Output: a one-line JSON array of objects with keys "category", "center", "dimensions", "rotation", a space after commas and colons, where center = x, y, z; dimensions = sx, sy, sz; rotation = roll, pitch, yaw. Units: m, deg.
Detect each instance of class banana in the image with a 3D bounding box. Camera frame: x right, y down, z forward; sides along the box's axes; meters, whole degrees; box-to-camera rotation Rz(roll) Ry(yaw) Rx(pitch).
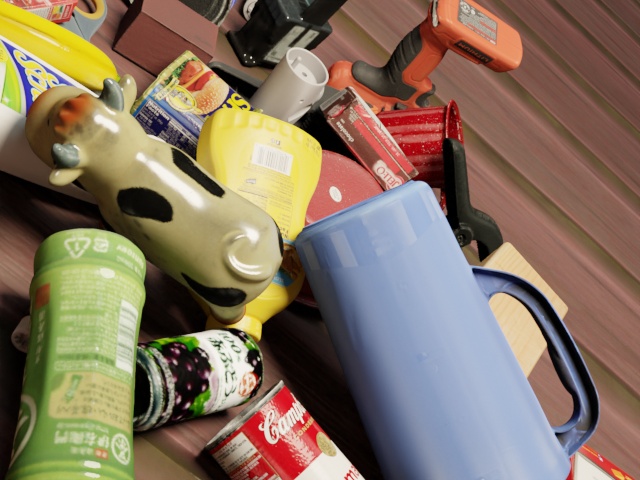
[{"category": "banana", "center": [-0.230, -0.151, 0.794], "dimensions": [0.197, 0.070, 0.037], "rotation": [23, 76, -28]}]

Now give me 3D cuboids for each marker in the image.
[{"category": "marker", "center": [-0.173, 0.029, 0.708], "dimensions": [0.020, 0.020, 0.121], "rotation": [38, 33, -15]}]

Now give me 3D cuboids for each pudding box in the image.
[{"category": "pudding box", "center": [0.042, -0.094, 0.982], "dimensions": [0.090, 0.039, 0.113], "rotation": [50, 8, -13]}]

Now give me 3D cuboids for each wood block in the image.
[{"category": "wood block", "center": [0.137, 0.090, 0.947], "dimensions": [0.091, 0.090, 0.205], "rotation": [48, 32, 4]}]

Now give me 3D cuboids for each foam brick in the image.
[{"category": "foam brick", "center": [-0.138, -0.181, 0.952], "dimensions": [0.078, 0.051, 0.053], "rotation": [31, 36, -24]}]

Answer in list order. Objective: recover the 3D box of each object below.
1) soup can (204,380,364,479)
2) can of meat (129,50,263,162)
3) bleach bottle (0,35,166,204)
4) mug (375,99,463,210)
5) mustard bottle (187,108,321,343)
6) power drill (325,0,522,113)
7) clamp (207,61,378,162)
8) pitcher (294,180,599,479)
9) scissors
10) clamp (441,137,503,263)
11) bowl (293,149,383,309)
[{"category": "soup can", "center": [-0.019, 0.154, 0.709], "dimensions": [0.102, 0.069, 0.068], "rotation": [49, 32, 2]}, {"category": "can of meat", "center": [-0.107, -0.104, 0.900], "dimensions": [0.084, 0.058, 0.102], "rotation": [41, 32, -7]}, {"category": "bleach bottle", "center": [-0.196, -0.085, 0.768], "dimensions": [0.250, 0.068, 0.102], "rotation": [25, 39, -36]}, {"category": "mug", "center": [0.099, -0.081, 1.084], "dimensions": [0.093, 0.082, 0.117], "rotation": [-15, 102, -72]}, {"category": "mustard bottle", "center": [-0.055, 0.001, 0.804], "dimensions": [0.096, 0.058, 0.191], "rotation": [18, 65, -26]}, {"category": "power drill", "center": [0.120, -0.164, 1.117], "dimensions": [0.184, 0.188, 0.057], "rotation": [26, 49, -25]}, {"category": "clamp", "center": [-0.016, -0.119, 1.045], "dimensions": [0.164, 0.036, 0.209], "rotation": [53, 36, 8]}, {"category": "pitcher", "center": [0.085, 0.080, 0.781], "dimensions": [0.149, 0.145, 0.243], "rotation": [-26, 93, -46]}, {"category": "scissors", "center": [-0.190, -0.159, 0.896], "dimensions": [0.202, 0.016, 0.096], "rotation": [53, 36, 11]}, {"category": "clamp", "center": [0.118, -0.005, 1.043], "dimensions": [0.171, 0.120, 0.039], "rotation": [57, 2, -28]}, {"category": "bowl", "center": [0.004, -0.023, 0.903], "dimensions": [0.162, 0.055, 0.162], "rotation": [15, 50, -19]}]
